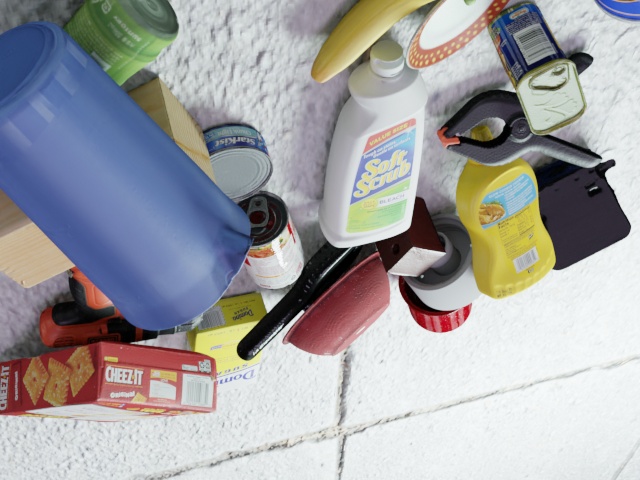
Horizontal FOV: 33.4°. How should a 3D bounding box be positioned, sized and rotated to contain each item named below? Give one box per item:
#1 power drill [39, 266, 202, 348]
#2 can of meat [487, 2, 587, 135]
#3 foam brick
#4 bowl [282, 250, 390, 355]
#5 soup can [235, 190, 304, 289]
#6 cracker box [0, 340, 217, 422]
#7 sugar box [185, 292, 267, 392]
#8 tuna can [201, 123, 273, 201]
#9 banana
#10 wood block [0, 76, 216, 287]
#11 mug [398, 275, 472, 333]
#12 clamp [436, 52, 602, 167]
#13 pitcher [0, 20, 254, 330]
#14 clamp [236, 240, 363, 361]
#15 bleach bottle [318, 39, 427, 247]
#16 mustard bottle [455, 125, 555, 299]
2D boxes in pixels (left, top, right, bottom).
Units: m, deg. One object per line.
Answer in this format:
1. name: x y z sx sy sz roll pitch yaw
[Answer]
1. power drill: -0.209 0.054 1.155 0.184 0.057 0.188 -6 146 -19
2. can of meat: 0.204 -0.163 1.007 0.057 0.084 0.102 -25 148 11
3. foam brick: 0.095 -0.006 1.201 0.051 0.078 0.053 7 140 -38
4. bowl: 0.031 0.086 1.260 0.162 0.055 0.162 -41 170 -9
5. soup can: -0.057 0.001 1.143 0.068 0.068 0.102 -19 149 0
6. cracker box: -0.247 0.166 1.224 0.214 0.072 0.163 -13 161 43
7. sugar box: -0.121 0.135 1.337 0.093 0.048 0.176 -10 146 -16
8. tuna can: -0.091 -0.075 1.040 0.086 0.034 0.086 -13 148 -9
9. banana: 0.059 -0.194 0.896 0.037 0.069 0.198 39 146 -23
10. wood block: -0.208 -0.049 0.967 0.206 0.090 0.090 -24 147 9
11. mug: 0.154 0.056 1.332 0.117 0.093 0.081 -52 157 -14
12. clamp: 0.209 -0.112 1.094 0.171 0.039 0.120 -18 105 6
13. pitcher: -0.176 -0.047 0.821 0.149 0.145 0.242 -36 132 4
14. clamp: -0.011 0.052 1.226 0.164 0.036 0.210 -33 163 -50
15. bleach bottle: 0.050 -0.096 1.057 0.102 0.068 0.251 -13 146 -10
16. mustard bottle: 0.196 -0.037 1.167 0.096 0.058 0.191 -29 118 -19
